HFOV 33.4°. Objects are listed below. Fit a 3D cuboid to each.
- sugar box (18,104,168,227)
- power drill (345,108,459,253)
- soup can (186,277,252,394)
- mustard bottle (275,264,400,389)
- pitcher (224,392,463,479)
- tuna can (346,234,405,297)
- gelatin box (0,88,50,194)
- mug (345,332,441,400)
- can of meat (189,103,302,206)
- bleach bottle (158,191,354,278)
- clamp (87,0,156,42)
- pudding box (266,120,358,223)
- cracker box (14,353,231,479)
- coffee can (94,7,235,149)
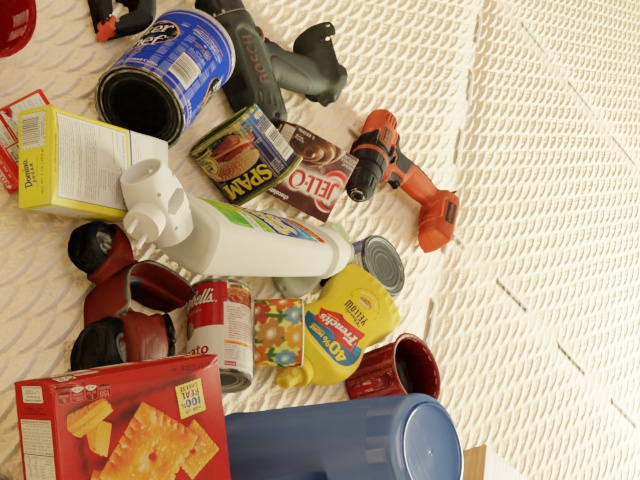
[{"bbox_3d":[-0.214,-0.065,1.027,0.176,0.048,0.093,16,71,-63],"label":"sugar box"},{"bbox_3d":[0.112,-0.071,1.473,0.187,0.057,0.184,47,39,-23],"label":"power drill"},{"bbox_3d":[-0.103,0.098,1.088,0.068,0.069,0.102,25,52,-42],"label":"soup can"},{"bbox_3d":[0.010,0.110,1.219,0.096,0.058,0.191,49,46,0],"label":"mustard bottle"},{"bbox_3d":[0.003,0.217,1.000,0.144,0.243,0.149,37,51,-36],"label":"pitcher"},{"bbox_3d":[0.071,0.036,1.376,0.086,0.034,0.086,29,48,-39],"label":"tuna can"},{"bbox_3d":[-0.280,-0.094,1.010,0.073,0.030,0.089,59,35,-11],"label":"gelatin box"},{"bbox_3d":[0.077,0.167,1.263,0.117,0.082,0.093,-11,78,-54],"label":"mug"},{"bbox_3d":[-0.086,-0.095,1.198,0.084,0.102,0.057,51,38,-15],"label":"can of meat"},{"bbox_3d":[-0.058,0.001,1.171,0.103,0.068,0.250,35,18,37],"label":"bleach bottle"},{"bbox_3d":[-0.221,-0.291,1.198,0.120,0.039,0.171,34,44,-8],"label":"clamp"},{"bbox_3d":[-0.018,-0.083,1.292,0.113,0.039,0.090,26,91,-39],"label":"pudding box"},{"bbox_3d":[-0.155,0.210,0.887,0.163,0.072,0.214,-5,87,-41],"label":"cracker box"},{"bbox_3d":[-0.164,-0.174,1.143,0.102,0.103,0.140,51,38,-19],"label":"coffee can"}]
